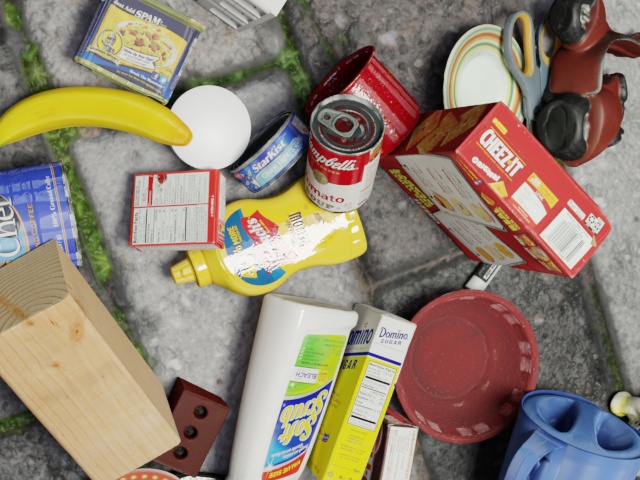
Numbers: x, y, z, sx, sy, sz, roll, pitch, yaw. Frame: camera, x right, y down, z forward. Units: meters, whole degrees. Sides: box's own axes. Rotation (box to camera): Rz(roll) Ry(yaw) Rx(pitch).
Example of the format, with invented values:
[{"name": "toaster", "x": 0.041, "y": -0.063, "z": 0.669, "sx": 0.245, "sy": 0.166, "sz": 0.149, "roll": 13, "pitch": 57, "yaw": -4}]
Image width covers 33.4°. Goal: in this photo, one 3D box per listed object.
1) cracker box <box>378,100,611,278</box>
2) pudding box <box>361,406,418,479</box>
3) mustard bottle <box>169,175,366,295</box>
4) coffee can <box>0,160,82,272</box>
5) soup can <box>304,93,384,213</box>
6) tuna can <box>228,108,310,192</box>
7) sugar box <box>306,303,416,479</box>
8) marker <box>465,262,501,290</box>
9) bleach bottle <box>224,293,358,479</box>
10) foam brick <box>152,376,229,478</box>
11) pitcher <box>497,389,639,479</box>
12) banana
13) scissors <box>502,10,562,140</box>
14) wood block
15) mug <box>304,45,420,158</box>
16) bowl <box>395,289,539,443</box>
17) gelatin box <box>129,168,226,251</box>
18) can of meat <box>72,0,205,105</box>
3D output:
[{"name": "cracker box", "x": 0.159, "y": -0.051, "z": 1.030, "sx": 0.164, "sy": 0.214, "sz": 0.072, "roll": 45, "pitch": 81, "yaw": -15}, {"name": "pudding box", "x": 0.061, "y": 0.231, "z": 1.091, "sx": 0.039, "sy": 0.090, "sz": 0.113, "roll": 6, "pitch": 93, "yaw": -16}, {"name": "mustard bottle", "x": -0.057, "y": 0.001, "z": 1.057, "sx": 0.191, "sy": 0.058, "sz": 0.096, "roll": -21, "pitch": 94, "yaw": -12}, {"name": "coffee can", "x": -0.296, "y": -0.012, "z": 0.968, "sx": 0.140, "sy": 0.103, "sz": 0.103, "roll": -11, "pitch": 97, "yaw": -14}, {"name": "soup can", "x": 0.021, "y": -0.079, "z": 1.002, "sx": 0.068, "sy": 0.102, "sz": 0.068, "roll": 2, "pitch": 59, "yaw": -4}, {"name": "tuna can", "x": -0.048, "y": -0.087, "z": 1.038, "sx": 0.033, "sy": 0.086, "sz": 0.086, "roll": 45, "pitch": 83, "yaw": -16}, {"name": "sugar box", "x": 0.036, "y": 0.154, "z": 1.077, "sx": 0.048, "sy": 0.093, "sz": 0.176, "roll": 17, "pitch": 89, "yaw": -16}, {"name": "marker", "x": 0.198, "y": 0.007, "z": 1.146, "sx": 0.020, "sy": 0.020, "sz": 0.121, "roll": 40, "pitch": 84, "yaw": -15}, {"name": "bleach bottle", "x": -0.038, "y": 0.182, "z": 1.060, "sx": 0.102, "sy": 0.068, "sz": 0.251, "roll": 11, "pitch": 93, "yaw": -49}, {"name": "foam brick", "x": -0.132, "y": 0.184, "z": 1.055, "sx": 0.053, "sy": 0.051, "sz": 0.078, "roll": 26, "pitch": 87, "yaw": -16}, {"name": "pitcher", "x": 0.228, "y": 0.288, "z": 1.096, "sx": 0.149, "sy": 0.145, "sz": 0.243, "roll": 14, "pitch": 107, "yaw": -6}, {"name": "banana", "x": -0.218, "y": -0.112, "z": 0.997, "sx": 0.198, "sy": 0.037, "sz": 0.069, "roll": -6, "pitch": 81, "yaw": 2}, {"name": "scissors", "x": 0.239, "y": -0.153, "z": 1.143, "sx": 0.096, "sy": 0.016, "sz": 0.202, "roll": -30, "pitch": 116, "yaw": -29}, {"name": "wood block", "x": -0.218, "y": 0.114, "z": 0.959, "sx": 0.090, "sy": 0.091, "sz": 0.206, "roll": -29, "pitch": 128, "yaw": -1}, {"name": "mug", "x": 0.036, "y": -0.125, "z": 1.062, "sx": 0.117, "sy": 0.093, "sz": 0.081, "roll": -40, "pitch": 110, "yaw": 18}, {"name": "bowl", "x": 0.145, "y": 0.128, "z": 1.123, "sx": 0.162, "sy": 0.055, "sz": 0.162, "roll": -1, "pitch": 95, "yaw": -15}, {"name": "gelatin box", "x": -0.136, "y": -0.028, "z": 1.021, "sx": 0.089, "sy": 0.030, "sz": 0.073, "roll": -3, "pitch": 77, "yaw": 15}, {"name": "can of meat", "x": -0.173, "y": -0.186, "z": 1.011, "sx": 0.102, "sy": 0.057, "sz": 0.084, "roll": 25, "pitch": 90, "yaw": -15}]
